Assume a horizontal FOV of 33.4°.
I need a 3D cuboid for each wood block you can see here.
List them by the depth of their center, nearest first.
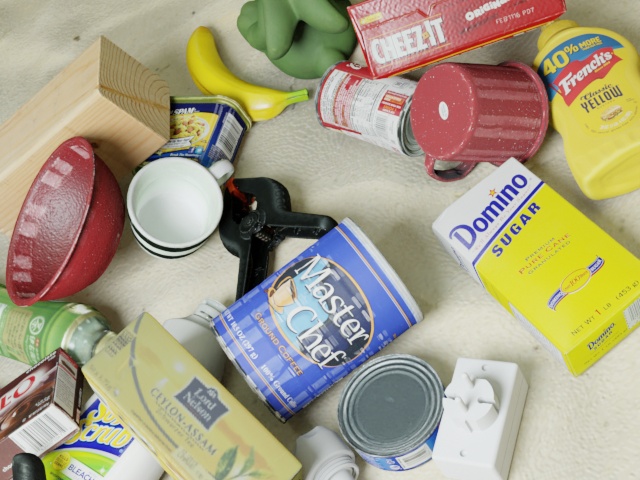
[{"bbox_3d":[-0.252,-0.092,1.055,0.206,0.090,0.090,-33,42,26],"label":"wood block"}]

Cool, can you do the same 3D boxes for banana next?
[{"bbox_3d":[-0.095,-0.169,1.116,0.069,0.037,0.198,-28,46,-27],"label":"banana"}]

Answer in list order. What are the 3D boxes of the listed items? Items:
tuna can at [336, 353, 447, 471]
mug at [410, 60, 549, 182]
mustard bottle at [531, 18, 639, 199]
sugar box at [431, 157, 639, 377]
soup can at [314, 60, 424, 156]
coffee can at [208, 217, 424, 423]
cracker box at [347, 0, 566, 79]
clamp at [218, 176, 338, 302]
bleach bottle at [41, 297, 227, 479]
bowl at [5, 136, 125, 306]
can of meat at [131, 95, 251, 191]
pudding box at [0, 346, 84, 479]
[{"bbox_3d":[0.058,0.132,0.817,0.086,0.033,0.086,-13,52,17],"label":"tuna can"},{"bbox_3d":[0.125,-0.098,0.904,0.093,0.081,0.117,57,134,35],"label":"mug"},{"bbox_3d":[0.230,-0.127,0.905,0.096,0.058,0.192,-28,48,12],"label":"mustard bottle"},{"bbox_3d":[0.174,0.015,0.837,0.093,0.048,0.176,-39,50,-4],"label":"sugar box"},{"bbox_3d":[0.054,-0.122,0.982,0.102,0.068,0.068,23,69,36],"label":"soup can"},{"bbox_3d":[-0.003,0.063,0.852,0.140,0.102,0.103,-37,49,-2],"label":"coffee can"},{"bbox_3d":[0.122,-0.202,0.931,0.164,0.072,0.213,-18,10,13],"label":"cracker box"},{"bbox_3d":[-0.056,0.001,0.956,0.120,0.039,0.172,-47,34,0],"label":"clamp"},{"bbox_3d":[-0.161,0.152,0.894,0.103,0.068,0.250,18,64,35],"label":"bleach bottle"},{"bbox_3d":[-0.223,-0.010,0.963,0.162,0.055,0.162,-32,47,42],"label":"bowl"},{"bbox_3d":[-0.130,-0.094,1.061,0.102,0.057,0.084,3,61,29],"label":"can of meat"},{"bbox_3d":[-0.251,0.152,0.887,0.113,0.039,0.090,-33,27,7],"label":"pudding box"}]
